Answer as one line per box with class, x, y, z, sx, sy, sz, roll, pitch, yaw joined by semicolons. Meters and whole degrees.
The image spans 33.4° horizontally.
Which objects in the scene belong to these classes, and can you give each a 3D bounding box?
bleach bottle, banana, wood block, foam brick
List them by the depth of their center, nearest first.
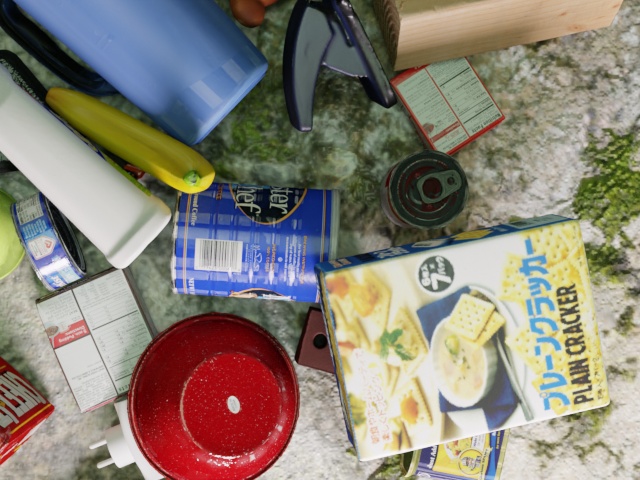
bleach bottle;-0.239;-0.085;0.896;0.250;0.103;0.068;43;87;-12
banana;-0.153;-0.084;0.912;0.198;0.069;0.037;28;79;32
wood block;0.155;-0.227;0.938;0.206;0.090;0.091;-12;71;-4
foam brick;0.020;0.095;0.971;0.078;0.051;0.053;14;90;-2

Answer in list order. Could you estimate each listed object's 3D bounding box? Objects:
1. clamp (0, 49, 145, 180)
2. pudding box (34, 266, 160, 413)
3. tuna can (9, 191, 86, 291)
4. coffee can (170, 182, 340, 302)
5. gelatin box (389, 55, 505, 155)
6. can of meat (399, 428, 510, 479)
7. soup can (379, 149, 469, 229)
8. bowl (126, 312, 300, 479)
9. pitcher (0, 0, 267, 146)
clamp;-0.246;-0.083;0.969;0.171;0.039;0.120;29;93;-2
pudding box;-0.197;0.088;0.972;0.090;0.039;0.113;-23;94;-4
tuna can;-0.240;-0.001;0.946;0.033;0.086;0.086;-24;91;-3
coffee can;-0.056;0.001;0.943;0.140;0.103;0.103;4;90;-2
gelatin box;0.115;-0.127;0.984;0.073;0.030;0.089;-33;91;-3
can of meat;0.125;0.170;0.973;0.084;0.057;0.102;12;91;-4
soup can;0.090;-0.043;0.947;0.068;0.102;0.068;0;90;-2
bowl;-0.086;0.143;0.943;0.162;0.055;0.162;2;84;-20
pitcher;-0.171;-0.193;0.929;0.243;0.149;0.145;44;79;-8
